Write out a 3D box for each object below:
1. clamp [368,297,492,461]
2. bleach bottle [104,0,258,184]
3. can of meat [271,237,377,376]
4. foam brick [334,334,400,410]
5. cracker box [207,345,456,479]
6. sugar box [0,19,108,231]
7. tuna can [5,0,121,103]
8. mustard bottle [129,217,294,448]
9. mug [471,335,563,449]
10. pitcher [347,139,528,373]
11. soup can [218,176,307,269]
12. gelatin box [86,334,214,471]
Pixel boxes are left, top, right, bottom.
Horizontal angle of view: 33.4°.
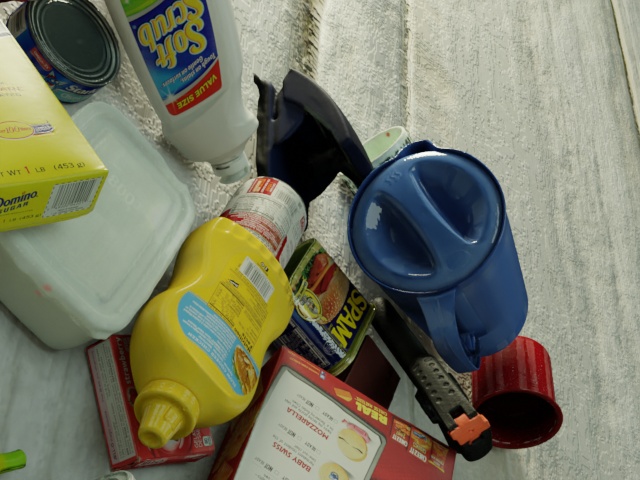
[{"bbox_3d":[0.104,0.137,0.882,0.164,0.036,0.210,57,-2,-14],"label":"clamp"},{"bbox_3d":[-0.104,-0.162,0.845,0.068,0.102,0.251,-97,168,-63],"label":"bleach bottle"},{"bbox_3d":[-0.008,0.058,0.893,0.084,0.058,0.102,50,34,-13],"label":"can of meat"},{"bbox_3d":[0.024,0.127,0.890,0.053,0.051,0.078,54,34,-15],"label":"foam brick"},{"bbox_3d":[-0.002,0.202,0.749,0.164,0.072,0.213,32,40,-10],"label":"cracker box"},{"bbox_3d":[-0.213,-0.082,0.651,0.093,0.048,0.176,-13,56,-43],"label":"sugar box"},{"bbox_3d":[-0.194,-0.147,0.806,0.086,0.034,0.086,33,42,-37],"label":"tuna can"},{"bbox_3d":[-0.079,0.070,0.725,0.096,0.058,0.191,53,31,-19],"label":"mustard bottle"},{"bbox_3d":[0.195,0.158,1.082,0.081,0.093,0.117,-83,165,-48],"label":"mug"},{"bbox_3d":[0.120,0.034,0.968,0.145,0.149,0.242,33,-9,28],"label":"pitcher"},{"bbox_3d":[-0.056,0.001,0.857,0.068,0.069,0.102,51,34,-17],"label":"soup can"},{"bbox_3d":[-0.115,0.109,0.730,0.073,0.030,0.089,7,61,-52],"label":"gelatin box"}]
